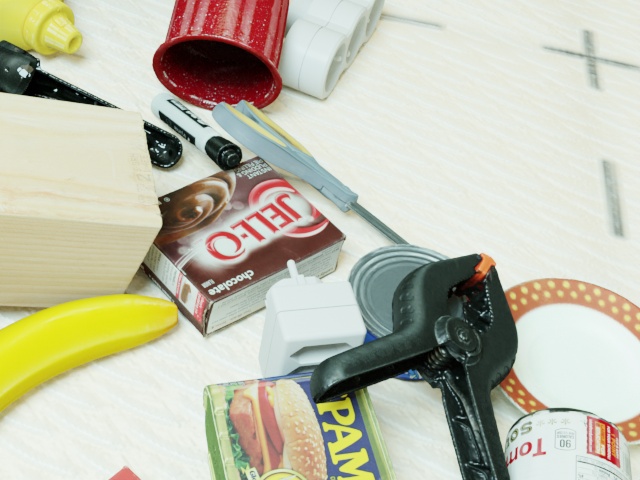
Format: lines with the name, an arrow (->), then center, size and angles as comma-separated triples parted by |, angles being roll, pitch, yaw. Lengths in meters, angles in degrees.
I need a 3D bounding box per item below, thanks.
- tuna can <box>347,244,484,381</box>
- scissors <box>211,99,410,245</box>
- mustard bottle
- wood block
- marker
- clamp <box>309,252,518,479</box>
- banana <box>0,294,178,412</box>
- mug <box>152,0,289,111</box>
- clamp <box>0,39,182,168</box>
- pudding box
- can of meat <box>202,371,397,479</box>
tuna can -> 0.055, 0.044, 0.660 | 0.086, 0.034, 0.086 | 6, 45, -6
scissors -> 0.000, -0.037, 0.710 | 0.202, 0.016, 0.096 | 43, 14, 28
mustard bottle -> -0.253, -0.194, 0.810 | 0.192, 0.058, 0.096 | 34, 42, 20
wood block -> -0.205, -0.025, 0.591 | 0.205, 0.091, 0.090 | 5, 52, -29
marker -> -0.085, -0.075, 0.728 | 0.020, 0.020, 0.121 | -16, 31, -25
clamp -> 0.059, 0.059, 0.578 | 0.120, 0.039, 0.171 | 36, 37, -16
banana -> -0.162, 0.079, 0.582 | 0.069, 0.037, 0.197 | 43, 51, 3
mug -> -0.076, -0.148, 0.776 | 0.093, 0.117, 0.081 | 30, 57, -36
clamp -> -0.200, -0.108, 0.723 | 0.210, 0.164, 0.036 | 26, 89, 37
pudding box -> -0.055, 0.001, 0.675 | 0.113, 0.039, 0.090 | -28, 57, -33
can of meat -> -0.013, 0.117, 0.559 | 0.083, 0.057, 0.102 | -6, 48, -14
